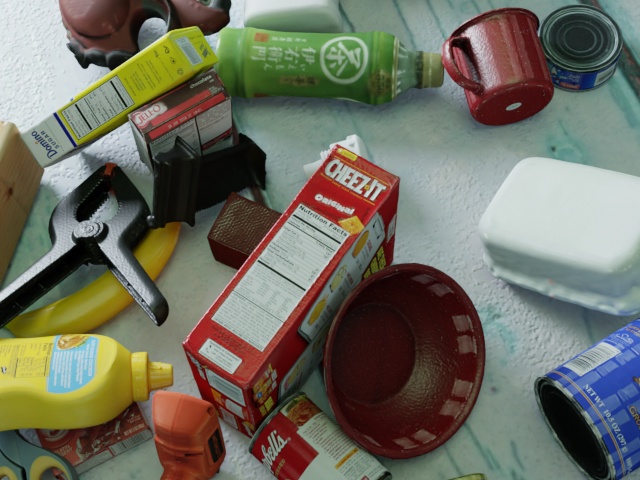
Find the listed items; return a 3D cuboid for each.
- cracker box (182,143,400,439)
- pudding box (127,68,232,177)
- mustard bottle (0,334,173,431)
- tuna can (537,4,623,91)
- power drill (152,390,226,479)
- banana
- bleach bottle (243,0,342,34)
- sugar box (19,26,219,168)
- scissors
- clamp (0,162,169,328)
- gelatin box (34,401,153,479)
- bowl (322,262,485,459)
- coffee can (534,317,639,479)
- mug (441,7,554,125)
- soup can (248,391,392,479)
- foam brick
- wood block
[{"bbox_3d":[-0.020,0.047,0.890,0.072,0.164,0.213,31,70,15],"label":"cracker box"},{"bbox_3d":[-0.128,-0.104,0.999,0.090,0.113,0.039,-30,76,-12],"label":"pudding box"},{"bbox_3d":[-0.218,0.116,0.882,0.191,0.058,0.096,-3,29,-6],"label":"mustard bottle"},{"bbox_3d":[0.257,-0.193,1.064,0.086,0.034,0.086,-1,64,3],"label":"tuna can"},{"bbox_3d":[-0.131,0.213,0.815,0.057,0.184,0.187,14,56,9],"label":"power drill"},{"bbox_3d":[-0.204,0.042,0.974,0.197,0.037,0.070,-30,66,-11],"label":"banana"},{"bbox_3d":[-0.023,-0.318,1.126,0.102,0.068,0.251,-2,62,11],"label":"bleach bottle"},{"bbox_3d":[-0.186,-0.133,0.995,0.176,0.093,0.048,-32,96,17],"label":"sugar box"},{"bbox_3d":[-0.250,0.159,0.902,0.096,0.016,0.202,-14,65,14],"label":"scissors"},{"bbox_3d":[-0.194,0.006,0.954,0.165,0.036,0.210,2,43,11],"label":"clamp"},{"bbox_3d":[-0.200,0.155,0.922,0.089,0.030,0.073,-26,65,-10],"label":"gelatin box"},{"bbox_3d":[0.059,0.098,0.895,0.161,0.055,0.162,-1,92,-30],"label":"bowl"},{"bbox_3d":[0.262,0.122,0.871,0.140,0.103,0.103,-29,66,-11],"label":"coffee can"},{"bbox_3d":[0.166,-0.164,1.019,0.117,0.093,0.081,4,64,-35],"label":"mug"},{"bbox_3d":[0.000,0.183,0.876,0.102,0.068,0.068,40,72,19],"label":"soup can"},{"bbox_3d":[-0.056,0.001,0.978,0.078,0.051,0.053,24,68,14],"label":"foam brick"},{"bbox_3d":[-0.338,-0.004,0.974,0.090,0.091,0.206,9,65,11],"label":"wood block"}]
